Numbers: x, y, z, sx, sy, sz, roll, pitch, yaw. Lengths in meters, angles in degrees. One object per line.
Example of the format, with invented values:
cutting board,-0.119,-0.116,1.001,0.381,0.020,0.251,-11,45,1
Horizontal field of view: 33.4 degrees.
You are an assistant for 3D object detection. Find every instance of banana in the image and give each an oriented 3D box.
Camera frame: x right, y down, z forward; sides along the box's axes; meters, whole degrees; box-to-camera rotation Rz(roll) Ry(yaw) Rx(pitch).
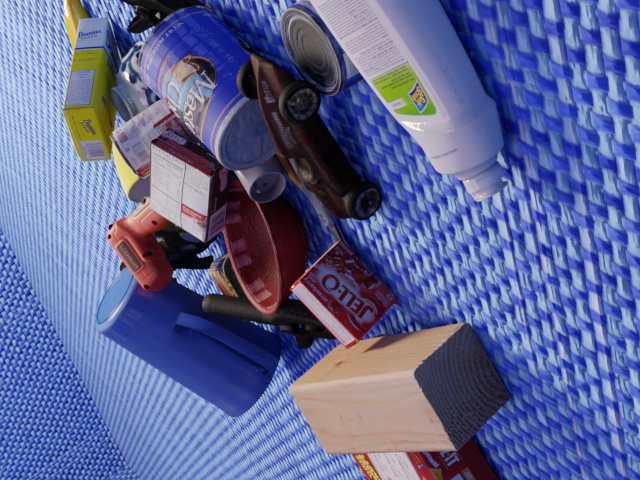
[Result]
banana,-0.331,-0.258,1.496,0.070,0.037,0.198,48,157,17

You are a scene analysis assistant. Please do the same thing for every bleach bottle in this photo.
bleach bottle,0.060,-0.141,0.790,0.251,0.068,0.103,58,159,-10

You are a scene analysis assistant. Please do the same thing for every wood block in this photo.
wood block,0.074,0.152,1.069,0.207,0.090,0.090,-17,106,54

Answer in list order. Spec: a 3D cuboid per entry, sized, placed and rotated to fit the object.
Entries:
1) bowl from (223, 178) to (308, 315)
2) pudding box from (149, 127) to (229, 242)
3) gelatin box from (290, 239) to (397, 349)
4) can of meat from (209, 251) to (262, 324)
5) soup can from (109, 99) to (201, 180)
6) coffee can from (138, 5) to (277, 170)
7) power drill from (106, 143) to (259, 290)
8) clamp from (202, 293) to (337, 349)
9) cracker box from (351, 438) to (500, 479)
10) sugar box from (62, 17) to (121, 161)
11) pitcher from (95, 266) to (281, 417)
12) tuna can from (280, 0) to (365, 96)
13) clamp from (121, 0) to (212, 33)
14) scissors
bowl,-0.058,0.002,1.222,0.162,0.055,0.162,47,146,47
pudding box,-0.152,-0.062,1.228,0.090,0.039,0.114,31,138,18
gelatin box,0.025,0.055,1.103,0.089,0.073,0.030,46,147,1
can of meat,-0.098,0.060,1.422,0.102,0.057,0.084,60,161,-8
soup can,-0.189,-0.126,1.265,0.068,0.102,0.068,56,180,0
coffee can,-0.100,-0.152,1.060,0.140,0.102,0.103,46,157,26
power drill,-0.175,-0.020,1.354,0.188,0.057,0.184,-45,75,28
clamp,-0.026,0.100,1.299,0.164,0.036,0.210,26,161,-35
cracker box,0.127,0.276,1.224,0.164,0.072,0.214,57,160,1
sugar box,-0.287,-0.194,1.359,0.093,0.048,0.176,84,-174,-50
pitcher,-0.178,0.132,1.467,0.242,0.149,0.145,33,-157,-23
tuna can,0.004,-0.167,0.909,0.086,0.033,0.086,46,156,26
clamp,-0.189,-0.258,1.140,0.172,0.039,0.120,14,166,44
scissors,0.010,-0.036,1.108,0.202,0.016,0.096,57,159,-2
